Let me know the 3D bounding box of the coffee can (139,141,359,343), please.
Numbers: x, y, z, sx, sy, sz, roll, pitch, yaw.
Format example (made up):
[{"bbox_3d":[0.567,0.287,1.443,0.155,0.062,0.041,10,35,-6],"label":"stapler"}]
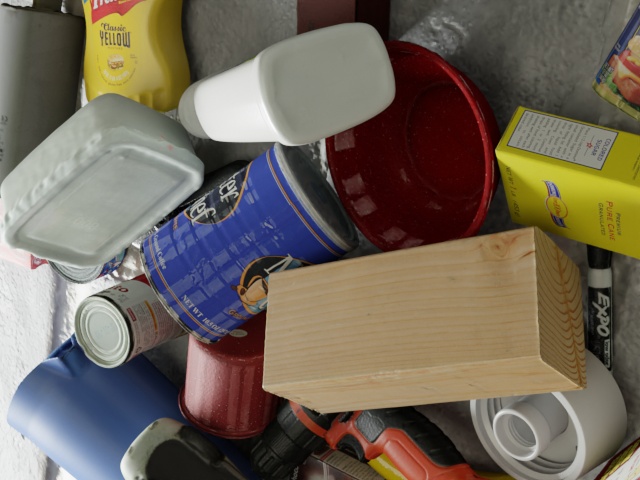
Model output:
[{"bbox_3d":[-0.055,0.001,0.838,0.140,0.102,0.103,-34,85,13],"label":"coffee can"}]

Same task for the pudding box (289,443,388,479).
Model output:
[{"bbox_3d":[0.015,0.236,0.932,0.090,0.039,0.113,21,115,26],"label":"pudding box"}]

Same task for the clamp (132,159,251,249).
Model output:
[{"bbox_3d":[-0.122,-0.030,0.939,0.172,0.039,0.120,23,102,28],"label":"clamp"}]

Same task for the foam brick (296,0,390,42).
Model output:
[{"bbox_3d":[0.017,-0.180,0.793,0.053,0.051,0.078,13,111,30],"label":"foam brick"}]

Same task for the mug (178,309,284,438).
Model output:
[{"bbox_3d":[-0.079,0.101,0.916,0.117,0.093,0.081,44,137,42],"label":"mug"}]

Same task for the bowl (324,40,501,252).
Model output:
[{"bbox_3d":[0.077,-0.067,0.774,0.162,0.055,0.162,21,120,43],"label":"bowl"}]

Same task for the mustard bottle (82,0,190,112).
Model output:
[{"bbox_3d":[-0.158,-0.206,0.895,0.096,0.058,0.192,10,109,30],"label":"mustard bottle"}]

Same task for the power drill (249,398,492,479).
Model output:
[{"bbox_3d":[0.041,0.175,0.833,0.185,0.057,0.188,-50,60,20],"label":"power drill"}]

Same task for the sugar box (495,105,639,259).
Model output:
[{"bbox_3d":[0.207,-0.026,0.694,0.176,0.048,0.093,21,158,29],"label":"sugar box"}]

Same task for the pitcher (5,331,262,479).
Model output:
[{"bbox_3d":[-0.160,0.198,0.991,0.243,0.149,0.145,39,107,13],"label":"pitcher"}]

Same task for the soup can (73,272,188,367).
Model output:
[{"bbox_3d":[-0.162,0.067,0.954,0.069,0.102,0.068,10,109,30],"label":"soup can"}]

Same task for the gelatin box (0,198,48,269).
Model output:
[{"bbox_3d":[-0.311,-0.018,1.070,0.089,0.030,0.073,18,114,28],"label":"gelatin box"}]

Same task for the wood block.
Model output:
[{"bbox_3d":[0.070,0.062,0.749,0.206,0.090,0.091,-11,65,30],"label":"wood block"}]

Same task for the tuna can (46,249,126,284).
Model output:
[{"bbox_3d":[-0.226,-0.003,1.017,0.086,0.033,0.086,11,110,30],"label":"tuna can"}]

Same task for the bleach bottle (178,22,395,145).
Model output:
[{"bbox_3d":[-0.050,-0.105,0.793,0.251,0.102,0.068,2,112,62],"label":"bleach bottle"}]
